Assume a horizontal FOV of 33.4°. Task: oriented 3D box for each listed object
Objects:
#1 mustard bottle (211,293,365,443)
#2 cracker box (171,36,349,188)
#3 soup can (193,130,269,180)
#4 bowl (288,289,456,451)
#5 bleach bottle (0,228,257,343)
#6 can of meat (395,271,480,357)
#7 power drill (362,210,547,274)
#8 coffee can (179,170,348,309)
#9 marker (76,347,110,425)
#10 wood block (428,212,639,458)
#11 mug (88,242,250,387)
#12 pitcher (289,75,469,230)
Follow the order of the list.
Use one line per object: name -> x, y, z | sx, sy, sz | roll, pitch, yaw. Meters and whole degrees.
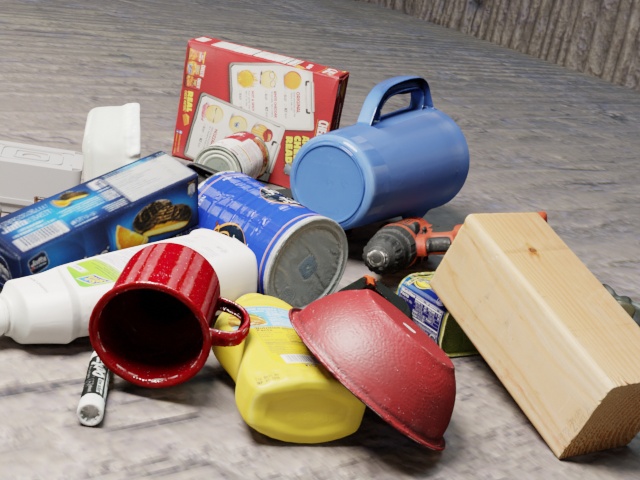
mustard bottle -> -0.038, 0.092, 0.870 | 0.096, 0.058, 0.192 | 6, 20, -22
cracker box -> -0.082, -0.170, 1.436 | 0.214, 0.164, 0.072 | 16, 21, 11
soup can -> -0.113, -0.097, 1.353 | 0.068, 0.068, 0.102 | 16, 20, 13
bowl -> 0.052, 0.088, 0.830 | 0.162, 0.055, 0.162 | 40, 6, -5
bleach bottle -> -0.179, 0.043, 0.921 | 0.250, 0.068, 0.103 | -10, 20, -40
can of meat -> 0.134, 0.069, 1.047 | 0.101, 0.057, 0.084 | -1, 21, -34
power drill -> 0.150, 0.003, 1.167 | 0.188, 0.057, 0.184 | 0, 10, 18
coffee can -> -0.057, 0.001, 1.051 | 0.102, 0.103, 0.140 | -7, 26, -43
marker -> -0.170, 0.103, 0.816 | 0.020, 0.020, 0.121 | 9, 19, -9
wood block -> 0.196, 0.075, 0.920 | 0.090, 0.090, 0.206 | -2, 43, -34
mug -> -0.112, 0.055, 0.827 | 0.117, 0.093, 0.081 | 9, 28, 2
pitcher -> 0.069, -0.094, 1.250 | 0.149, 0.145, 0.242 | 56, 31, 9
